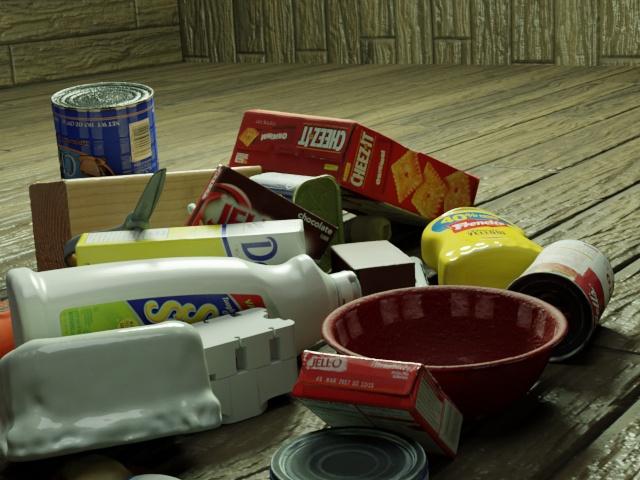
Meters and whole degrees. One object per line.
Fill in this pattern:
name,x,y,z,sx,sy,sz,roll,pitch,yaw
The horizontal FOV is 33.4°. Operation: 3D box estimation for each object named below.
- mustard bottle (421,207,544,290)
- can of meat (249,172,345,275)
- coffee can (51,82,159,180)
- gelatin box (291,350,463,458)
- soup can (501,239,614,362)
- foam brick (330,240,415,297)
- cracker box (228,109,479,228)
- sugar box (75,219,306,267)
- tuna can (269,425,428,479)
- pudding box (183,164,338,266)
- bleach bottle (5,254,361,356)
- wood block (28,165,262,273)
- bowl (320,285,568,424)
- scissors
mustard bottle,0.142,0.009,0.962,0.096,0.058,0.191,-3,14,-4
can of meat,-0.027,-0.012,1.000,0.057,0.102,0.084,-17,18,-40
coffee can,-0.217,-0.082,1.098,0.103,0.140,0.103,-1,22,0
gelatin box,0.035,0.094,0.616,0.073,0.030,0.089,3,-26,27
soup can,0.180,0.043,0.804,0.069,0.068,0.102,3,15,24
foam brick,0.044,0.036,0.894,0.051,0.053,0.078,-7,16,-13
cracker box,0.039,-0.072,1.120,0.164,0.072,0.213,11,-5,44
sugar box,-0.098,0.037,0.840,0.176,0.093,0.048,-4,16,0
tuna can,0.015,0.131,0.568,0.086,0.034,0.086,-3,14,1
pudding box,-0.056,0.001,0.889,0.113,0.090,0.039,28,1,-17
bleach bottle,-0.089,0.050,0.764,0.250,0.102,0.068,-10,21,-22
wood block,-0.161,-0.020,1.024,0.205,0.090,0.091,-7,5,-35
bowl,0.082,0.079,0.709,0.162,0.055,0.162,-3,14,1
scissors,-0.167,-0.011,0.862,0.096,0.016,0.202,0,-24,-5
